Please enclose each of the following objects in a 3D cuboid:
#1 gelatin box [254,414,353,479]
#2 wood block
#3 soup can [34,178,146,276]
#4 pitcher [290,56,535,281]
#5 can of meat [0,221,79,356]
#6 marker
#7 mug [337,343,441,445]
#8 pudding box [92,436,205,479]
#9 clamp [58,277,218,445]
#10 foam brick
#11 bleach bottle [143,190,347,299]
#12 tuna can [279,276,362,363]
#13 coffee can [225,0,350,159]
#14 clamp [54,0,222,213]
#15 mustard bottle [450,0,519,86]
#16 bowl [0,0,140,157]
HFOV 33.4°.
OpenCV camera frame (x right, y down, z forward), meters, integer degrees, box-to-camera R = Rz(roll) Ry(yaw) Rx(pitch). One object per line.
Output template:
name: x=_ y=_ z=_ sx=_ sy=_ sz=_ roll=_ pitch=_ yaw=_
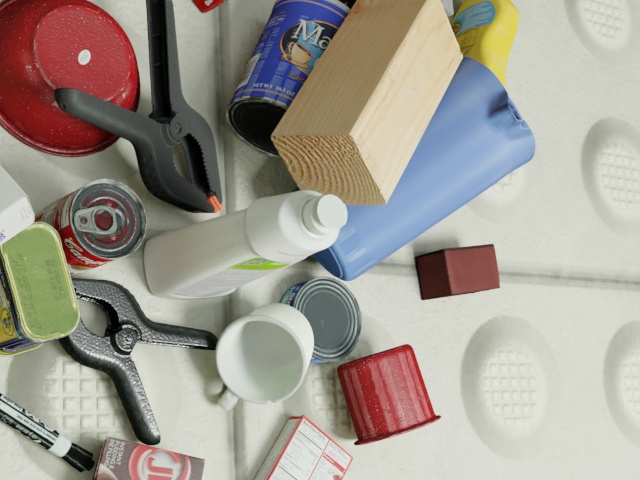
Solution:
gelatin box: x=-0.018 y=0.226 z=1.038 sx=0.073 sy=0.030 sz=0.089 roll=42 pitch=58 yaw=-19
wood block: x=0.049 y=-0.137 z=1.014 sx=0.090 sy=0.091 sz=0.206 roll=59 pitch=46 yaw=-38
soup can: x=-0.202 y=-0.008 z=0.915 sx=0.068 sy=0.102 sz=0.068 roll=9 pitch=74 yaw=-34
pitcher: x=0.085 y=-0.068 z=1.095 sx=0.242 sy=0.149 sz=0.145 roll=-36 pitch=57 yaw=-12
can of meat: x=-0.246 y=0.040 z=0.883 sx=0.057 sy=0.084 sz=0.102 roll=-15 pitch=88 yaw=-37
marker: x=-0.240 y=0.159 z=0.900 sx=0.121 sy=0.020 sz=0.020 roll=40 pitch=59 yaw=-22
mug: x=0.070 y=0.154 z=1.090 sx=0.117 sy=0.093 sz=0.081 roll=-3 pitch=74 yaw=-67
pudding box: x=-0.155 y=0.233 z=0.913 sx=0.090 sy=0.039 sz=0.113 roll=16 pitch=64 yaw=-13
clamp: x=-0.178 y=0.100 z=0.948 sx=0.171 sy=0.039 sz=0.120 roll=33 pitch=57 yaw=-22
foam brick: x=0.153 y=0.036 z=1.192 sx=0.078 sy=0.053 sz=0.051 roll=-5 pitch=82 yaw=-35
bleach bottle: x=-0.056 y=0.001 z=0.924 sx=0.102 sy=0.251 sz=0.068 roll=-4 pitch=82 yaw=-36
tuna can: x=-0.002 y=0.081 z=1.081 sx=0.086 sy=0.034 sz=0.086 roll=9 pitch=74 yaw=-34
coffee can: x=-0.024 y=-0.166 z=1.080 sx=0.102 sy=0.103 sz=0.140 roll=34 pitch=62 yaw=-25
clamp: x=-0.142 y=-0.113 z=0.981 sx=0.210 sy=0.036 sz=0.164 roll=57 pitch=48 yaw=-39
mustard bottle: x=0.186 y=-0.233 z=1.251 sx=0.058 sy=0.096 sz=0.191 roll=29 pitch=63 yaw=-27
bowl: x=-0.225 y=-0.159 z=0.964 sx=0.161 sy=0.055 sz=0.162 roll=9 pitch=75 yaw=-34
